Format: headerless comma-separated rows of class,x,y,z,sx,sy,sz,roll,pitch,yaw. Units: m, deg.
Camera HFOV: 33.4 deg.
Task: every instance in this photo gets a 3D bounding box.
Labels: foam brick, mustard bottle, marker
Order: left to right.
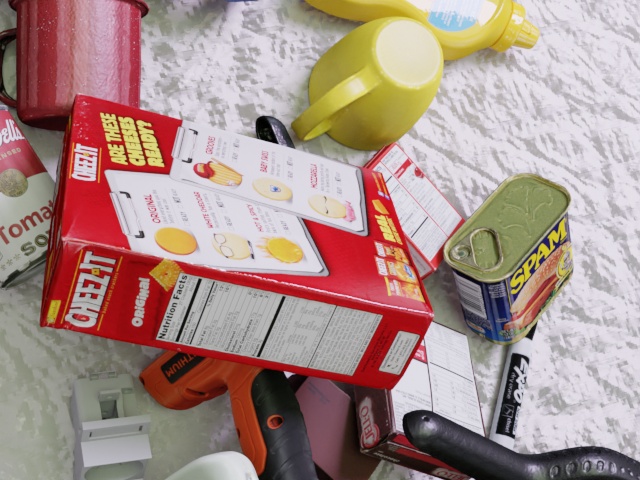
foam brick,0.001,0.134,0.736,0.078,0.051,0.053,43,67,-6
mustard bottle,0.087,-0.196,0.839,0.191,0.058,0.096,21,68,-13
marker,0.147,0.106,0.810,0.020,0.020,0.121,20,72,-14

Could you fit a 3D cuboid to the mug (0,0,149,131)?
mug,-0.173,-0.118,0.719,0.117,0.093,0.081,-1,88,15

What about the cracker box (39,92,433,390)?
cracker box,-0.054,0.001,0.649,0.213,0.072,0.164,12,31,-17

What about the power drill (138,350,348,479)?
power drill,-0.049,0.151,0.676,0.057,0.185,0.188,0,58,-51

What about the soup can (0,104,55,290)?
soup can,-0.205,-0.027,0.693,0.068,0.069,0.102,-33,90,-23

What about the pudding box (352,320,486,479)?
pudding box,0.067,0.104,0.738,0.089,0.039,0.113,25,43,-30

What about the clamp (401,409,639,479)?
clamp,0.132,0.175,0.713,0.209,0.165,0.036,8,46,-12

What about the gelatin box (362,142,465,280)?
gelatin box,0.060,-0.021,0.789,0.089,0.030,0.073,48,39,-4

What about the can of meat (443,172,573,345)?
can of meat,0.143,0.015,0.789,0.058,0.084,0.102,28,62,36
